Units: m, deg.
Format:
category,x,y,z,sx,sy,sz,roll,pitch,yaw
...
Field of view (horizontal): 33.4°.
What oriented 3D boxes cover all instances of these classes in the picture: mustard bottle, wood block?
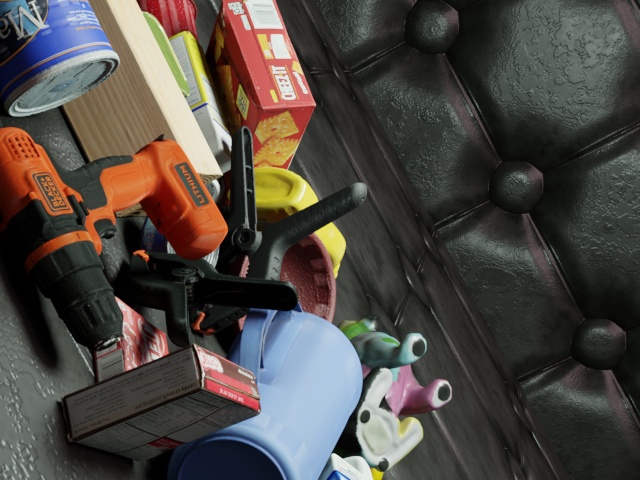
category,x,y,z,sx,sy,sz,roll,pitch,yaw
mustard bottle,-0.024,-0.007,1.218,0.191,0.096,0.058,54,50,-49
wood block,-0.188,-0.134,1.023,0.206,0.091,0.090,63,12,4

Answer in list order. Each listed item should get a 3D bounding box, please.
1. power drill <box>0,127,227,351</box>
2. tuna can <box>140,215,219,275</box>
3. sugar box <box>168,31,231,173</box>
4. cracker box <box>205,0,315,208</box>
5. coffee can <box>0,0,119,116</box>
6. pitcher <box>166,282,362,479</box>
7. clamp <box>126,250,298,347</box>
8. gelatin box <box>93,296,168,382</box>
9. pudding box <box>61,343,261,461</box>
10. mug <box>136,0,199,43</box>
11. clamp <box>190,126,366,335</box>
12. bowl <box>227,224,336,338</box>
category,x,y,z,sx,sy,sz,roll,pitch,yaw
power drill,-0.158,-0.011,0.834,0.187,0.057,0.184,-12,69,-56
tuna can,-0.132,0.003,1.006,0.086,0.034,0.086,-11,102,-62
sugar box,-0.155,-0.135,1.151,0.048,0.093,0.176,41,26,-57
cracker box,-0.088,-0.147,1.227,0.214,0.072,0.164,119,-42,-51
coffee can,-0.245,-0.189,0.888,0.140,0.103,0.102,62,13,1
pitcher,-0.047,0.148,0.914,0.149,0.145,0.242,43,18,-3
clamp,-0.116,0.045,0.896,0.120,0.172,0.039,-15,111,-46
gelatin box,-0.147,0.098,0.847,0.073,0.030,0.089,48,20,-49
pudding box,-0.111,0.117,0.761,0.090,0.114,0.039,40,29,-58
mug,-0.183,-0.227,1.258,0.117,0.093,0.081,79,-3,-60
clamp,-0.057,0.001,1.041,0.165,0.210,0.036,20,-9,30
bowl,-0.053,0.059,1.139,0.161,0.055,0.162,-1,92,-52
